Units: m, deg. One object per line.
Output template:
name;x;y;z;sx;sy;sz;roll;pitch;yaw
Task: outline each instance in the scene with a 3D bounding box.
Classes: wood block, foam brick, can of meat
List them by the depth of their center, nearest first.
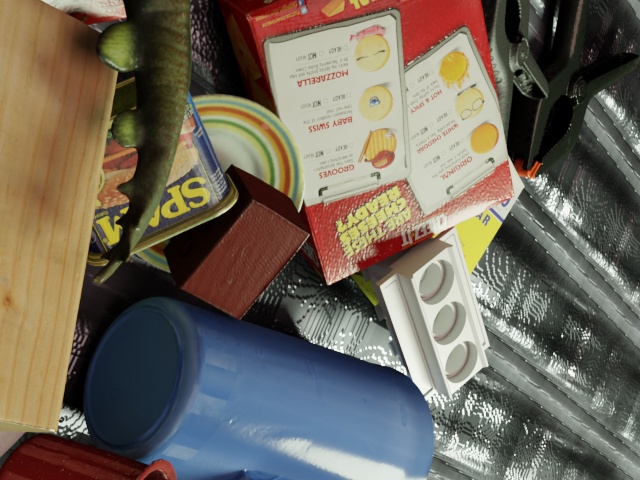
wood block;-0.175;-0.014;0.535;0.090;0.091;0.206;23;67;-47
can of meat;-0.112;-0.046;0.640;0.102;0.057;0.084;-24;121;-5
foam brick;-0.055;0.001;0.688;0.051;0.053;0.078;33;103;-31

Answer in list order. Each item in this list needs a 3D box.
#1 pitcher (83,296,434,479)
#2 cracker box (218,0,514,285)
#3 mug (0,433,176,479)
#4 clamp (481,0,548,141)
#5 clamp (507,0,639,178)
pitcher;-0.037;0.131;0.736;0.242;0.149;0.145;27;81;-44
cracker box;0.038;-0.099;0.758;0.164;0.072;0.213;-25;123;-12
mug;-0.143;0.168;0.605;0.117;0.081;0.093;-61;158;-43
clamp;0.140;-0.138;0.835;0.120;0.039;0.171;-65;146;-32
clamp;0.229;-0.154;1.004;0.210;0.036;0.164;-55;135;-19
